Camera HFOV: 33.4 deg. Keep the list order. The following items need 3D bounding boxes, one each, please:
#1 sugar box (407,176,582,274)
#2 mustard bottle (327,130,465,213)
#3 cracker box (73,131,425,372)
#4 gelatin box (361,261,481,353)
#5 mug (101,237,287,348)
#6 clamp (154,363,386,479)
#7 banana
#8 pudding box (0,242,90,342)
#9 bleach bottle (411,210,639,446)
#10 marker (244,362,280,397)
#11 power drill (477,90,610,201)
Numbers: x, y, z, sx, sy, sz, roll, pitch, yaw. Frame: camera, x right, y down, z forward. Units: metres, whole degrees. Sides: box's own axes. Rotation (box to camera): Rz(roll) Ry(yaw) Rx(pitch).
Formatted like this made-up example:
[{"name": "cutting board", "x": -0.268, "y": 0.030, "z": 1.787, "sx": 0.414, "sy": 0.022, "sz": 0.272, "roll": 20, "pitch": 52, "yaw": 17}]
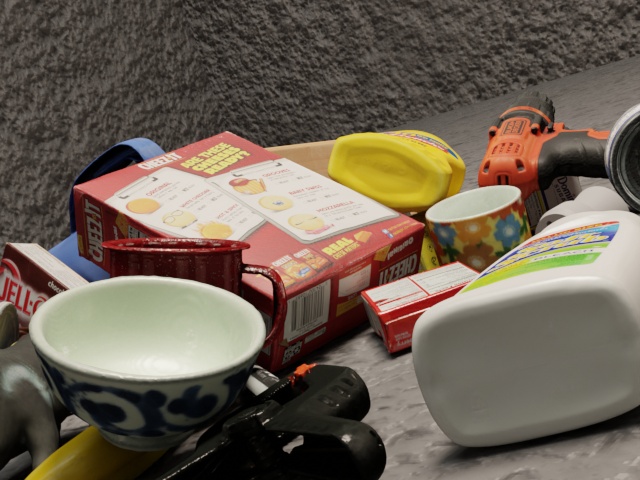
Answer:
[{"name": "sugar box", "x": 0.129, "y": -0.016, "z": 0.910, "sx": 0.176, "sy": 0.048, "sz": 0.093, "roll": -24, "pitch": 9, "yaw": -26}, {"name": "mustard bottle", "x": 0.075, "y": -0.063, "z": 0.919, "sx": 0.096, "sy": 0.058, "sz": 0.191, "roll": 17, "pitch": 11, "yaw": 13}, {"name": "cracker box", "x": -0.055, "y": 0.001, "z": 0.808, "sx": 0.214, "sy": 0.072, "sz": 0.163, "roll": 26, "pitch": 35, "yaw": 33}, {"name": "gelatin box", "x": 0.070, "y": 0.043, "z": 0.701, "sx": 0.073, "sy": 0.030, "sz": 0.089, "roll": -18, "pitch": 8, "yaw": -3}, {"name": "mug", "x": -0.079, "y": 0.042, "z": 0.670, "sx": 0.117, "sy": 0.081, "sz": 0.093, "roll": 1, "pitch": 4, "yaw": 3}, {"name": "clamp", "x": -0.019, "y": 0.094, "z": 0.497, "sx": 0.165, "sy": 0.036, "sz": 0.209, "roll": -25, "pitch": 2, "yaw": 24}, {"name": "banana", "x": -0.117, "y": 0.114, "z": 0.622, "sx": 0.070, "sy": 0.037, "sz": 0.197, "roll": -12, "pitch": 10, "yaw": 29}, {"name": "pudding box", "x": -0.245, "y": 0.064, "z": 0.940, "sx": 0.114, "sy": 0.090, "sz": 0.039, "roll": 28, "pitch": 18, "yaw": 34}, {"name": "bleach bottle", "x": 0.125, "y": 0.027, "z": 0.558, "sx": 0.103, "sy": 0.068, "sz": 0.250, "roll": -16, "pitch": 6, "yaw": 20}, {"name": "marker", "x": -0.035, "y": 0.090, "z": 0.660, "sx": 0.020, "sy": 0.020, "sz": 0.121, "roll": -21, "pitch": 8, "yaw": -14}, {"name": "power drill", "x": 0.232, "y": -0.083, "z": 0.875, "sx": 0.188, "sy": 0.057, "sz": 0.184, "roll": -3, "pitch": 27, "yaw": 22}]
